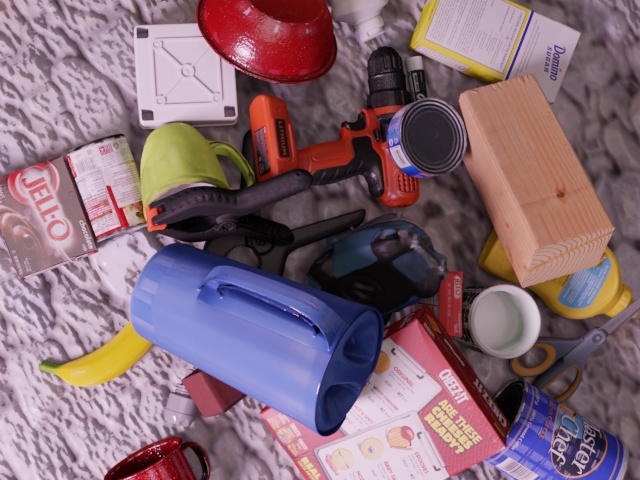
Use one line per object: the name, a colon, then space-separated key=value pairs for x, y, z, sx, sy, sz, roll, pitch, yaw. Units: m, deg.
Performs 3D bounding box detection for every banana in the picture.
banana: x=-0.212 y=0.098 z=1.167 sx=0.197 sy=0.037 sz=0.069 roll=-41 pitch=95 yaw=-6

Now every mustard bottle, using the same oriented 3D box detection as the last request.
mustard bottle: x=0.284 y=0.035 z=1.225 sx=0.191 sy=0.058 sz=0.096 roll=30 pitch=83 yaw=-6

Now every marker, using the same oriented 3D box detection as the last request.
marker: x=0.116 y=-0.150 z=1.225 sx=0.020 sy=0.020 sz=0.121 roll=-9 pitch=90 yaw=-8

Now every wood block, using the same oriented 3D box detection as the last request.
wood block: x=0.225 y=-0.067 z=1.159 sx=0.090 sy=0.090 sz=0.206 roll=-15 pitch=62 yaw=-9

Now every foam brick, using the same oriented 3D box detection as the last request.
foam brick: x=-0.101 y=0.149 z=1.160 sx=0.078 sy=0.053 sz=0.051 roll=-35 pitch=95 yaw=-35

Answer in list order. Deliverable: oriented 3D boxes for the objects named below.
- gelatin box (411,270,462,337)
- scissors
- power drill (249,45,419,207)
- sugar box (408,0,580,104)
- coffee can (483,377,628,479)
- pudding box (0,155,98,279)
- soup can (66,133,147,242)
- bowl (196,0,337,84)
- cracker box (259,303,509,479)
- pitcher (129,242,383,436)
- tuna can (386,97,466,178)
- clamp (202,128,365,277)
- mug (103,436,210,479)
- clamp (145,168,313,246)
gelatin box: x=0.129 y=0.069 z=1.187 sx=0.030 sy=0.089 sz=0.073 roll=0 pitch=90 yaw=-17
scissors: x=0.293 y=0.104 z=1.208 sx=0.096 sy=0.016 sz=0.202 roll=31 pitch=108 yaw=-8
power drill: x=0.019 y=-0.124 z=1.174 sx=0.187 sy=0.057 sz=0.184 roll=-4 pitch=83 yaw=-22
sugar box: x=0.200 y=-0.229 z=1.225 sx=0.176 sy=0.048 sz=0.093 roll=23 pitch=86 yaw=-10
coffee can: x=0.256 y=0.233 z=1.195 sx=0.140 sy=0.103 sz=0.103 roll=32 pitch=85 yaw=-6
pudding box: x=-0.301 y=-0.025 z=1.155 sx=0.090 sy=0.039 sz=0.113 roll=-21 pitch=92 yaw=-8
soup can: x=-0.226 y=-0.056 z=1.152 sx=0.068 sy=0.068 sz=0.102 roll=-20 pitch=92 yaw=-8
bowl: x=-0.049 y=-0.243 z=1.142 sx=0.162 sy=0.055 sz=0.162 roll=12 pitch=50 yaw=-15
cracker box: x=0.069 y=0.192 z=1.146 sx=0.214 sy=0.072 sz=0.164 roll=-33 pitch=94 yaw=20
pitcher: x=-0.069 y=0.083 z=1.065 sx=0.243 sy=0.144 sz=0.149 roll=21 pitch=107 yaw=23
tuna can: x=0.115 y=-0.111 z=1.166 sx=0.086 sy=0.034 sz=0.086 roll=3 pitch=84 yaw=-27
clamp: x=-0.058 y=0.001 z=1.190 sx=0.164 sy=0.036 sz=0.210 roll=30 pitch=83 yaw=-7
mug: x=-0.166 y=0.265 z=1.152 sx=0.117 sy=0.093 sz=0.081 roll=-32 pitch=100 yaw=-44
clamp: x=-0.090 y=-0.034 z=1.096 sx=0.171 sy=0.120 sz=0.039 roll=-1 pitch=50 yaw=-25
